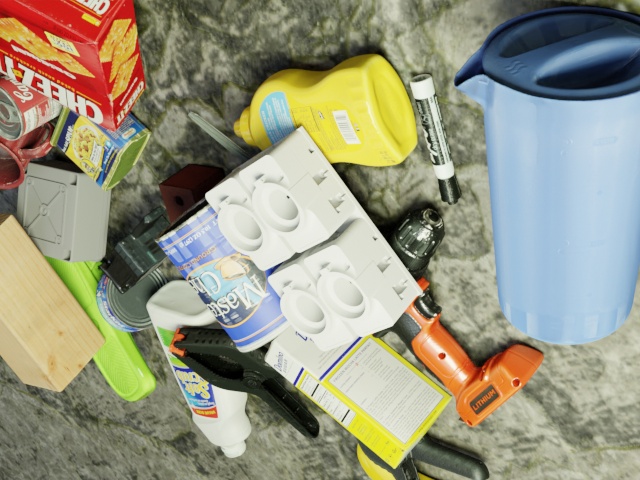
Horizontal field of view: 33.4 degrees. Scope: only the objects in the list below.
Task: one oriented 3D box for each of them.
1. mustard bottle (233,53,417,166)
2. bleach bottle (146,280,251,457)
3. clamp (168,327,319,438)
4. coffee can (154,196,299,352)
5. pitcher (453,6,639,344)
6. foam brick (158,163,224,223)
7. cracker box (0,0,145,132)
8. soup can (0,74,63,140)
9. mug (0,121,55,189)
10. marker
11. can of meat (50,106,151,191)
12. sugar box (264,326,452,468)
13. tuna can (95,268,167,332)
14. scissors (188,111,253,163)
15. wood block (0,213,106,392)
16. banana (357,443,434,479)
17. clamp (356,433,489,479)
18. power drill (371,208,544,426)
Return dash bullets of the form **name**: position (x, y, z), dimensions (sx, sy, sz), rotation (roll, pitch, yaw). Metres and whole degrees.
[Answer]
- **mustard bottle**: position (-0.008, -0.110, 0.971), dimensions (0.192, 0.058, 0.096), rotation (-2, 125, 43)
- **bleach bottle**: position (-0.131, 0.169, 1.306), dimensions (0.103, 0.068, 0.251), rotation (11, 130, 35)
- **clamp**: position (-0.064, 0.143, 1.199), dimensions (0.210, 0.036, 0.165), rotation (26, 137, -9)
- **coffee can**: position (-0.080, 0.024, 1.049), dimensions (0.103, 0.102, 0.140), rotation (-25, 105, 49)
- **pitcher**: position (0.198, -0.041, 0.799), dimensions (0.149, 0.144, 0.243), rotation (31, 143, 39)
- **foam brick**: position (-0.130, -0.036, 1.147), dimensions (0.053, 0.051, 0.078), rotation (10, 127, 37)
- **cracker box**: position (-0.260, -0.203, 1.030), dimensions (0.164, 0.072, 0.214), rotation (29, 163, 3)
- **soup can**: position (-0.314, -0.163, 1.172), dimensions (0.069, 0.102, 0.068), rotation (24, 135, 27)
- **mug**: position (-0.359, -0.120, 1.233), dimensions (0.117, 0.081, 0.093), rotation (3, 141, 22)
- **marker**: position (0.101, -0.085, 0.923), dimensions (0.020, 0.020, 0.121), rotation (5, 125, 40)
- **can of meat**: position (-0.243, -0.115, 1.183), dimensions (0.084, 0.057, 0.102), rotation (43, 141, 3)
- **sugar box**: position (0.038, 0.144, 1.107), dimensions (0.176, 0.093, 0.048), rotation (37, 139, 14)
- **tuna can**: position (-0.227, 0.067, 1.291), dimensions (0.034, 0.086, 0.086), rotation (-19, 107, 50)
- **scissors**: position (-0.033, -0.057, 1.010), dimensions (0.096, 0.016, 0.201), rotation (4, 147, 52)
- **wood block**: position (-0.362, 0.073, 1.276), dimensions (0.091, 0.090, 0.206), rotation (2, 132, 44)
- **banana**: position (0.112, 0.269, 1.183), dimensions (0.198, 0.037, 0.070), rotation (26, 136, 25)
- **clamp**: position (0.091, 0.238, 1.154), dimensions (0.172, 0.039, 0.120), rotation (39, 112, 26)
- **power drill**: position (0.117, 0.075, 1.011), dimensions (0.188, 0.057, 0.185), rotation (44, 141, 9)
